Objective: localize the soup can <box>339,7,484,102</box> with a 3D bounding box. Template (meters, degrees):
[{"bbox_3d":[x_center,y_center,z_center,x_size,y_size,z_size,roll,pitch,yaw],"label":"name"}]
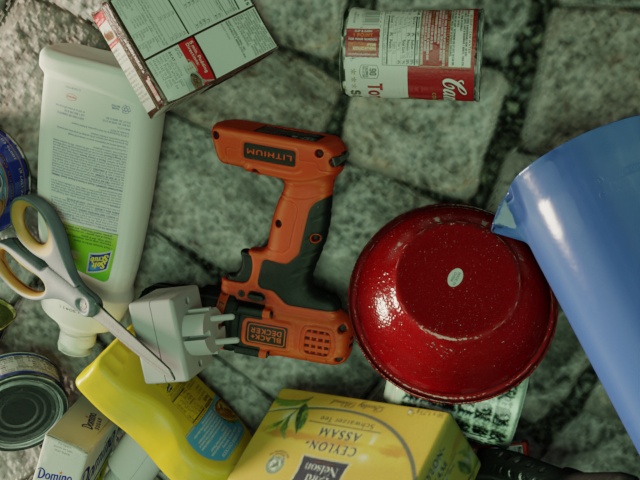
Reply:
[{"bbox_3d":[0.069,-0.139,0.792,0.102,0.068,0.068,3,104,9],"label":"soup can"}]

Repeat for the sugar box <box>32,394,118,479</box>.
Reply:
[{"bbox_3d":[-0.223,0.230,0.920,0.048,0.093,0.176,23,107,3],"label":"sugar box"}]

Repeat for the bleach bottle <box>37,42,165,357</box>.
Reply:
[{"bbox_3d":[-0.190,-0.026,0.868,0.102,0.068,0.251,15,108,8],"label":"bleach bottle"}]

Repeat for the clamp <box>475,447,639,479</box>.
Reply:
[{"bbox_3d":[0.195,0.192,0.779,0.164,0.210,0.036,34,73,-27],"label":"clamp"}]

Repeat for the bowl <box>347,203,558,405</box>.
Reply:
[{"bbox_3d":[0.100,0.038,0.797,0.162,0.055,0.162,-1,70,3],"label":"bowl"}]

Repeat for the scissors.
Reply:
[{"bbox_3d":[-0.184,0.029,0.827,0.202,0.016,0.096,22,116,28],"label":"scissors"}]

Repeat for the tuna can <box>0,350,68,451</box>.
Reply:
[{"bbox_3d":[-0.259,0.138,0.911,0.086,0.034,0.086,-12,125,-18],"label":"tuna can"}]

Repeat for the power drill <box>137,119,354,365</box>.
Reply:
[{"bbox_3d":[-0.056,0.001,0.855,0.184,0.057,0.188,9,107,10],"label":"power drill"}]

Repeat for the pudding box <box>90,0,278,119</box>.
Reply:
[{"bbox_3d":[-0.100,-0.157,0.800,0.039,0.113,0.090,-18,104,59],"label":"pudding box"}]

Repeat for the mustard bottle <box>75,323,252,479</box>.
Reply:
[{"bbox_3d":[-0.109,0.156,0.880,0.191,0.096,0.058,46,111,-4],"label":"mustard bottle"}]
